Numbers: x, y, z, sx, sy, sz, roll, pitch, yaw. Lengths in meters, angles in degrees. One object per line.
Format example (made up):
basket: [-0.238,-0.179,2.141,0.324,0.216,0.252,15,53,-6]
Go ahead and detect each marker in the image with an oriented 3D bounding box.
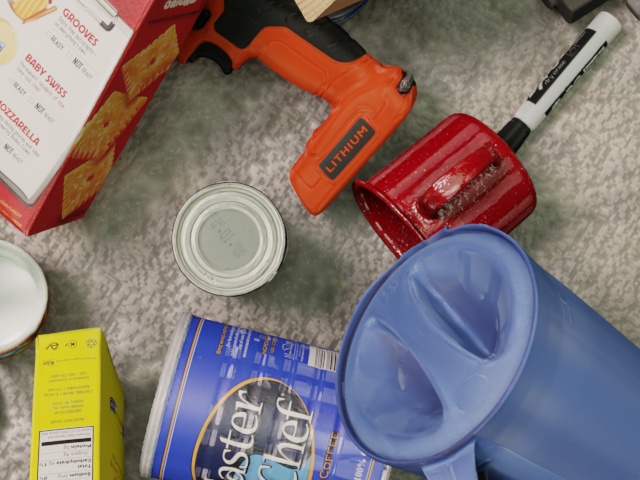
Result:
marker: [0.154,-0.101,0.708,0.020,0.020,0.121,41,87,-1]

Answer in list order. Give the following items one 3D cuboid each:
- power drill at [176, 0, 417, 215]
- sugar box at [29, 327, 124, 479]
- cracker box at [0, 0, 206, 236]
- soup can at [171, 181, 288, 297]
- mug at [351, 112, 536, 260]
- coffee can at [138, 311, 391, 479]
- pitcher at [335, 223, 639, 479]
power drill: [-0.048,-0.103,0.665,0.187,0.057,0.185,40,112,-7]
sugar box: [-0.137,0.149,0.612,0.048,0.093,0.176,-8,57,-4]
cracker box: [-0.166,-0.137,0.619,0.164,0.072,0.214,38,113,10]
soup can: [-0.054,0.001,0.654,0.068,0.102,0.068,0,88,-3]
mug: [0.080,-0.028,0.657,0.081,0.117,0.093,-39,79,-8]
coffee can: [-0.029,0.110,0.651,0.140,0.103,0.103,14,88,-3]
pitcher: [0.135,0.109,0.599,0.242,0.145,0.149,32,82,-33]
